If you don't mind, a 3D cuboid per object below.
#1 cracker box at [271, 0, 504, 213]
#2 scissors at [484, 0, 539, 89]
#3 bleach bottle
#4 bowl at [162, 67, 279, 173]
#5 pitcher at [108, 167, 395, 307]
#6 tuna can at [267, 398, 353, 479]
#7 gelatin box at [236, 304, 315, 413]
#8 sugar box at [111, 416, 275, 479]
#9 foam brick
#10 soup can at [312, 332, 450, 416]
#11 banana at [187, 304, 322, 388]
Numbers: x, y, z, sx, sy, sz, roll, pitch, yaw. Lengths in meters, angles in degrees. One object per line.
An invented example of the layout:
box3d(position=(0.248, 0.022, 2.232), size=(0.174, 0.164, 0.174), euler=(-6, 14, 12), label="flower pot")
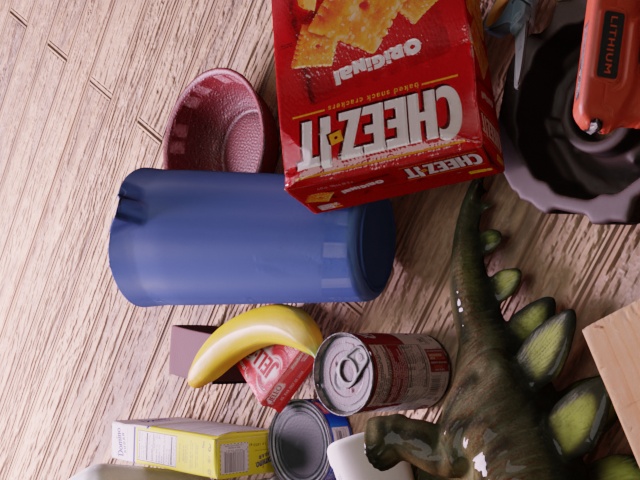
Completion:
box3d(position=(0.047, -0.145, 0.852), size=(0.164, 0.072, 0.214), euler=(-12, 70, 22), label="cracker box")
box3d(position=(0.145, -0.158, 0.817), size=(0.096, 0.016, 0.201), euler=(-48, 16, 52), label="scissors")
box3d(position=(0.073, 0.282, 0.883), size=(0.068, 0.102, 0.251), euler=(-17, 77, -3), label="bleach bottle")
box3d(position=(-0.093, -0.094, 1.099), size=(0.162, 0.055, 0.162), euler=(-5, 83, 45), label="bowl")
box3d(position=(-0.056, 0.001, 0.976), size=(0.243, 0.149, 0.145), euler=(1, 114, 23), label="pitcher")
box3d(position=(-0.009, 0.191, 1.005), size=(0.086, 0.033, 0.086), euler=(-5, 83, 45), label="tuna can")
box3d(position=(-0.043, 0.109, 1.023), size=(0.073, 0.030, 0.089), euler=(-53, 35, 10), label="gelatin box")
box3d(position=(-0.125, 0.208, 1.080), size=(0.177, 0.093, 0.048), euler=(-6, 82, 46), label="sugar box")
box3d(position=(-0.113, 0.118, 1.105), size=(0.078, 0.051, 0.053), euler=(7, 92, 46), label="foam brick")
box3d(position=(0.053, 0.111, 0.900), size=(0.069, 0.102, 0.068), euler=(-5, 83, 45), label="soup can")
box3d(position=(-0.062, 0.096, 0.995), size=(0.198, 0.037, 0.069), euler=(-15, 55, 47), label="banana")
